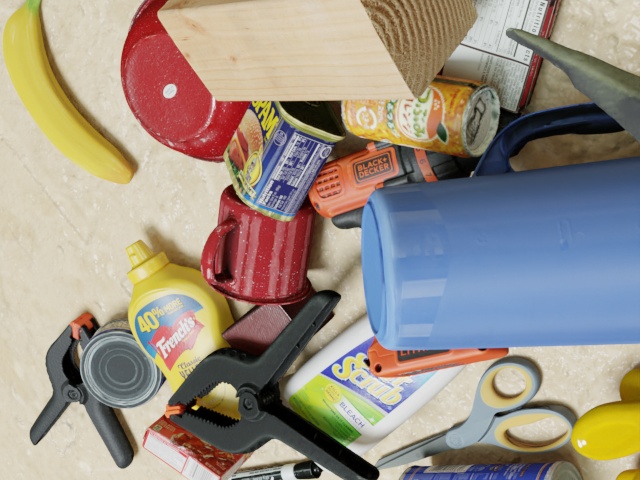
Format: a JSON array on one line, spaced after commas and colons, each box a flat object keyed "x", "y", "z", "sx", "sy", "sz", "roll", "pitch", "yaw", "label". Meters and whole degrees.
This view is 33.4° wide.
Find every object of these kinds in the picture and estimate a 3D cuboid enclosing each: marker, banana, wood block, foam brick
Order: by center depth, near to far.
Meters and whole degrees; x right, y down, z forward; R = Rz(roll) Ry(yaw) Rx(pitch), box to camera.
[{"x": -0.006, "y": -0.160, "z": 0.762, "sx": 0.207, "sy": 0.090, "sz": 0.090, "roll": 6, "pitch": 141, "yaw": 45, "label": "wood block"}, {"x": -0.039, "y": 0.076, "z": 0.956, "sx": 0.078, "sy": 0.052, "sz": 0.051, "roll": -37, "pitch": 91, "yaw": 35, "label": "foam brick"}, {"x": -0.243, "y": -0.132, "z": 0.986, "sx": 0.070, "sy": 0.037, "sz": 0.198, "roll": -20, "pitch": 101, "yaw": 35, "label": "banana"}, {"x": -0.048, "y": 0.232, "z": 1.050, "sx": 0.121, "sy": 0.020, "sz": 0.020, "roll": -17, "pitch": 102, "yaw": 33, "label": "marker"}]

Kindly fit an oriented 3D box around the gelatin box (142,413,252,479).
[{"x": -0.117, "y": 0.196, "z": 1.040, "sx": 0.089, "sy": 0.073, "sz": 0.030, "roll": 31, "pitch": 122, "yaw": 14, "label": "gelatin box"}]

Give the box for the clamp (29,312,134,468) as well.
[{"x": -0.241, "y": 0.161, "z": 1.114, "sx": 0.120, "sy": 0.039, "sz": 0.172, "roll": 17, "pitch": 117, "yaw": 5, "label": "clamp"}]

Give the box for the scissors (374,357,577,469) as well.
[{"x": 0.120, "y": 0.152, "z": 0.924, "sx": 0.202, "sy": 0.016, "sz": 0.096, "roll": -11, "pitch": 104, "yaw": 32, "label": "scissors"}]

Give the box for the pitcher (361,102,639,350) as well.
[{"x": 0.152, "y": 0.000, "z": 0.712, "sx": 0.242, "sy": 0.149, "sz": 0.145, "roll": -4, "pitch": 121, "yaw": -5, "label": "pitcher"}]

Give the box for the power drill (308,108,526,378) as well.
[{"x": 0.087, "y": 0.003, "z": 0.816, "sx": 0.185, "sy": 0.057, "sz": 0.187, "roll": -17, "pitch": 74, "yaw": 28, "label": "power drill"}]

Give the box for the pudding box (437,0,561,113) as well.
[{"x": 0.111, "y": -0.155, "z": 0.781, "sx": 0.114, "sy": 0.039, "sz": 0.090, "roll": 22, "pitch": 121, "yaw": 17, "label": "pudding box"}]

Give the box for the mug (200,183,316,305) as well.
[{"x": -0.056, "y": 0.001, "z": 0.897, "sx": 0.093, "sy": 0.117, "sz": 0.081, "roll": 26, "pitch": 118, "yaw": 36, "label": "mug"}]

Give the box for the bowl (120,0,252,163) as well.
[{"x": -0.113, "y": -0.135, "z": 0.903, "sx": 0.162, "sy": 0.055, "sz": 0.162, "roll": 12, "pitch": 117, "yaw": 24, "label": "bowl"}]

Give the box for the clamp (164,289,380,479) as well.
[{"x": -0.046, "y": 0.145, "z": 0.921, "sx": 0.210, "sy": 0.036, "sz": 0.164, "roll": -20, "pitch": 86, "yaw": 33, "label": "clamp"}]

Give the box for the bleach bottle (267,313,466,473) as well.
[{"x": 0.063, "y": 0.092, "z": 0.903, "sx": 0.102, "sy": 0.068, "sz": 0.251, "roll": 47, "pitch": 122, "yaw": 8, "label": "bleach bottle"}]

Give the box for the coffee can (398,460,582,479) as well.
[{"x": 0.143, "y": 0.239, "z": 0.897, "sx": 0.141, "sy": 0.102, "sz": 0.103, "roll": -9, "pitch": 107, "yaw": 32, "label": "coffee can"}]

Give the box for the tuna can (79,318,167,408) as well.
[{"x": -0.193, "y": 0.122, "z": 1.056, "sx": 0.086, "sy": 0.033, "sz": 0.086, "roll": 2, "pitch": 107, "yaw": 7, "label": "tuna can"}]

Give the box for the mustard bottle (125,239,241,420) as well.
[{"x": -0.125, "y": 0.084, "z": 1.003, "sx": 0.096, "sy": 0.058, "sz": 0.191, "roll": -29, "pitch": 95, "yaw": 26, "label": "mustard bottle"}]

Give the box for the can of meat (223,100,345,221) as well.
[{"x": -0.032, "y": -0.077, "z": 0.848, "sx": 0.057, "sy": 0.102, "sz": 0.084, "roll": 18, "pitch": 116, "yaw": -26, "label": "can of meat"}]
